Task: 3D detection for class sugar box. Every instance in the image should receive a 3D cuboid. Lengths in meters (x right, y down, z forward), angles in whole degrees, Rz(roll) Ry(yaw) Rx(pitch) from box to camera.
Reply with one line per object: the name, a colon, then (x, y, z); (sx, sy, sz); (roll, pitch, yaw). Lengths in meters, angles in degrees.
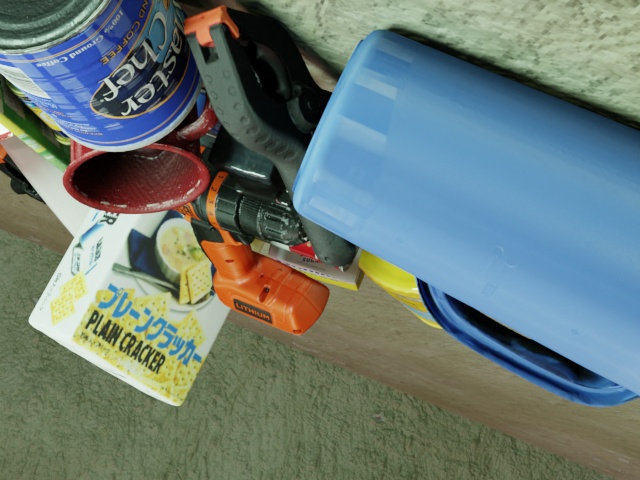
sugar box: (0.001, 0.018, 1.119); (0.093, 0.048, 0.176); (17, 178, 5)

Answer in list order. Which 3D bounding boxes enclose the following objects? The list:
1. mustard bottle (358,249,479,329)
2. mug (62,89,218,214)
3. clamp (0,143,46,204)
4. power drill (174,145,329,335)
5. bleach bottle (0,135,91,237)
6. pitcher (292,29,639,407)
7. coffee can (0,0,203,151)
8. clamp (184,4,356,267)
mustard bottle: (0.112, 0.049, 1.073); (0.096, 0.058, 0.191); (14, 167, 26)
mug: (-0.111, -0.077, 0.686); (0.117, 0.081, 0.093); (-23, 151, 32)
clamp: (-0.270, -0.052, 1.080); (0.164, 0.036, 0.210); (28, 168, 8)
power drill: (-0.056, 0.001, 0.866); (0.185, 0.057, 0.187); (22, 154, 33)
bleach bottle: (-0.238, -0.081, 0.945); (0.068, 0.102, 0.250); (-25, 136, 10)
pitcher: (0.109, -0.007, 0.572); (0.243, 0.149, 0.145); (25, 178, 0)
coffee can: (-0.130, -0.119, 0.577); (0.103, 0.103, 0.140); (19, 169, 14)
clamp: (-0.018, -0.064, 0.623); (0.039, 0.120, 0.171); (-19, 144, 32)
